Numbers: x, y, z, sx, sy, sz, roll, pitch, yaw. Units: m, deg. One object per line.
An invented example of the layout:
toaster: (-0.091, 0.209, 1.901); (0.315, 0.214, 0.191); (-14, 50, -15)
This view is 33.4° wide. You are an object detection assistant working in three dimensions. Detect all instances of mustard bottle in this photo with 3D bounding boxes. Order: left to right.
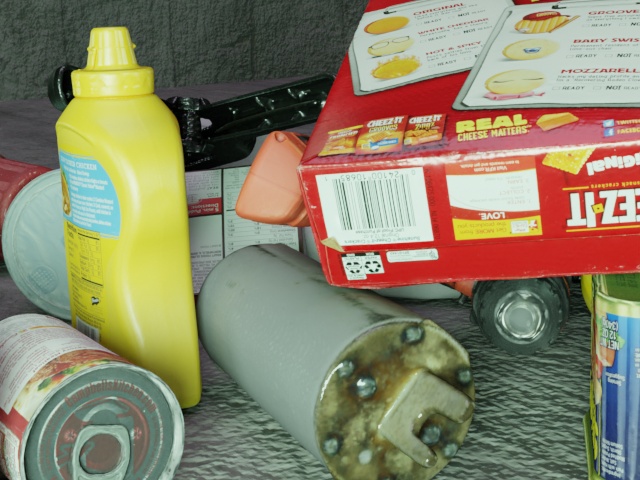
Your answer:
mustard bottle: (-0.101, -0.012, 0.550); (0.058, 0.192, 0.096); (-10, 15, -30)

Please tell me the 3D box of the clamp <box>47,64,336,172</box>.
clamp: (-0.073, -0.072, 0.672); (0.164, 0.036, 0.210); (0, -7, -5)

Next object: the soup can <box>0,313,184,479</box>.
soup can: (-0.111, 0.073, 0.456); (0.068, 0.068, 0.102); (-11, 14, -32)

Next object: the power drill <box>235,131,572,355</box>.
power drill: (0.049, 0.003, 0.593); (0.188, 0.057, 0.184); (28, 5, 8)

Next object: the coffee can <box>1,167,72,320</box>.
coffee can: (-0.152, -0.011, 0.758); (0.103, 0.103, 0.140); (-1, 13, 4)

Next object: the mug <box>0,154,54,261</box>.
mug: (-0.262, -0.026, 0.863); (0.082, 0.093, 0.117); (12, 0, 33)

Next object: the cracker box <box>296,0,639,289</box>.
cracker box: (0.093, -0.064, 0.515); (0.164, 0.072, 0.213); (-4, 31, 15)

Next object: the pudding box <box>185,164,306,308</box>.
pudding box: (-0.055, 0.001, 0.702); (0.090, 0.039, 0.113); (-5, 51, 1)
